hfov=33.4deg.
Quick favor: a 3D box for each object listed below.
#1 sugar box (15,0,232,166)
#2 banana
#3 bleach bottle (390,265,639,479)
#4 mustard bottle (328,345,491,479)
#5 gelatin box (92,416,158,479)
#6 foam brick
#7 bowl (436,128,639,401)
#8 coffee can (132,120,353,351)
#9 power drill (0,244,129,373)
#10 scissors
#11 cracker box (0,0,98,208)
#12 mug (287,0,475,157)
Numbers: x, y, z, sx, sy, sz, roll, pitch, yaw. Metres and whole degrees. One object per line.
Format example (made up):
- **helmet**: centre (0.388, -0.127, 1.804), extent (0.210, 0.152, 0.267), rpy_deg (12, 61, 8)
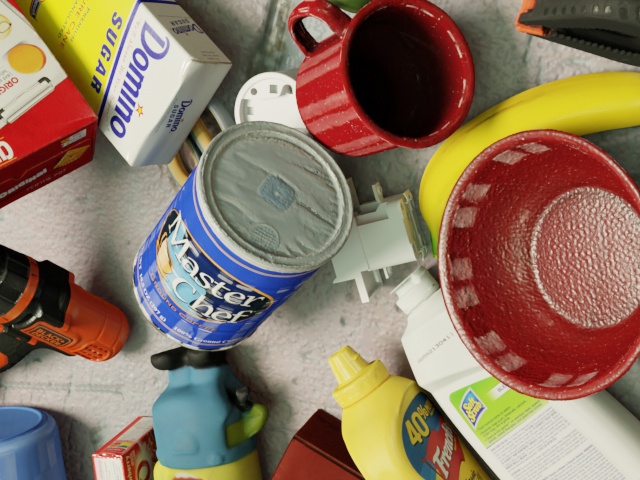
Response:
- **sugar box**: centre (-0.146, -0.143, 0.730), extent (0.176, 0.048, 0.093), rpy_deg (49, 121, 22)
- **banana**: centre (0.133, -0.062, 0.683), extent (0.198, 0.037, 0.069), rpy_deg (-33, 120, 28)
- **bleach bottle**: centre (0.146, 0.114, 0.709), extent (0.251, 0.068, 0.103), rpy_deg (48, 115, 5)
- **mustard bottle**: centre (0.068, 0.153, 0.729), extent (0.058, 0.096, 0.191), rpy_deg (-37, 90, 28)
- **gelatin box**: centre (-0.141, 0.192, 0.830), extent (0.030, 0.073, 0.089), rpy_deg (-1, 104, 21)
- **foam brick**: centre (0.012, 0.171, 0.779), extent (0.078, 0.053, 0.051), rpy_deg (30, 112, 12)
- **bowl**: centre (0.148, 0.013, 0.647), extent (0.162, 0.055, 0.162), rpy_deg (8, 101, 48)
- **coffee can**: centre (-0.055, 0.001, 0.701), extent (0.103, 0.102, 0.141), rpy_deg (48, 143, 3)
- **power drill**: centre (-0.268, 0.064, 0.804), extent (0.188, 0.057, 0.184), rpy_deg (-22, 141, 30)
- **scissors**: centre (-0.121, -0.115, 0.767), extent (0.202, 0.016, 0.096), rpy_deg (51, 140, 20)
- **cracker box**: centre (-0.275, -0.111, 0.712), extent (0.214, 0.164, 0.072), rpy_deg (53, 157, 12)
- **mug**: centre (0.027, -0.104, 0.663), extent (0.117, 0.093, 0.082), rpy_deg (38, 161, -18)
